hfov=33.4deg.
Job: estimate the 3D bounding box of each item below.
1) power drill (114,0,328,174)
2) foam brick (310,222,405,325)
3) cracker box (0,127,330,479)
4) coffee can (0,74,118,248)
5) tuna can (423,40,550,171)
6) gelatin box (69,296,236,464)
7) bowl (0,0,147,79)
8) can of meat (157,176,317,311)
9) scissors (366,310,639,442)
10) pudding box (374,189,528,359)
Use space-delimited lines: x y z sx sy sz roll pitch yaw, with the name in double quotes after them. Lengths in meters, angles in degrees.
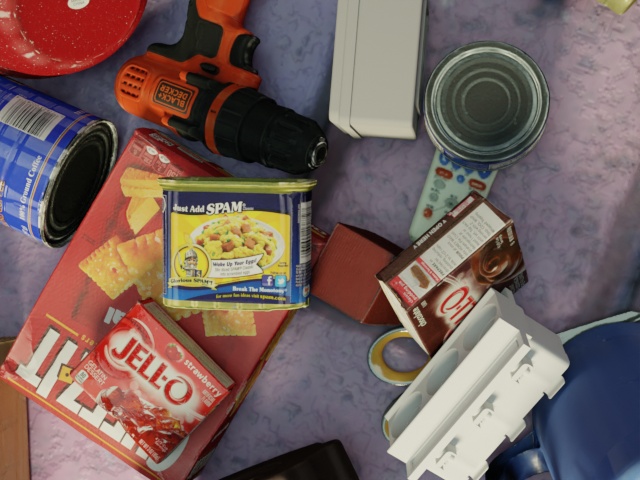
-0.047 -0.151 0.751 0.185 0.057 0.187 23 91 29 "power drill"
0.034 0.025 0.744 0.051 0.078 0.053 31 96 22 "foam brick"
-0.111 0.049 0.778 0.164 0.072 0.214 32 96 8 "cracker box"
-0.236 -0.068 0.784 0.140 0.102 0.103 24 95 9 "coffee can"
0.113 -0.092 0.727 0.086 0.033 0.086 -1 85 8 "tuna can"
-0.115 0.095 0.729 0.089 0.030 0.073 45 98 4 "gelatin box"
-0.175 -0.174 0.727 0.162 0.161 0.055 -53 49 6 "bowl"
-0.054 0.001 0.702 0.102 0.057 0.084 2 95 10 "can of meat"
0.120 0.073 0.766 0.202 0.016 0.096 -36 85 8 "scissors"
0.090 0.026 0.715 0.090 0.113 0.039 -41 60 -3 "pudding box"
